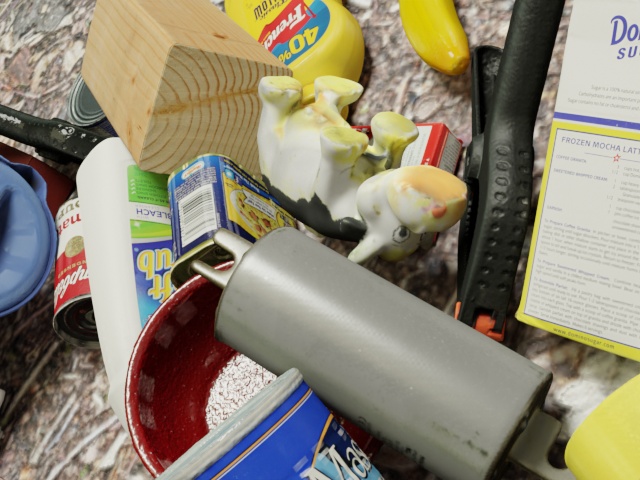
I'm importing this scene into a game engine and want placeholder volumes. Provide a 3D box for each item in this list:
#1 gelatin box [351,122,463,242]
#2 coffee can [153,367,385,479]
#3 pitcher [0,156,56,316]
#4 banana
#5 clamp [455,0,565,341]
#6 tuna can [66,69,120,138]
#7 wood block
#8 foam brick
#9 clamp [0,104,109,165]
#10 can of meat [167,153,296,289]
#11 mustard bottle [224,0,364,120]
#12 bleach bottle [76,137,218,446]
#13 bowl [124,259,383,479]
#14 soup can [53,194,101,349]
[{"bbox_3d":[0.042,-0.038,0.700,0.089,0.030,0.073,3,68,41],"label":"gelatin box"},{"bbox_3d":[-0.008,0.149,0.525,0.103,0.102,0.140,-40,88,13],"label":"coffee can"},{"bbox_3d":[-0.321,0.030,0.846,0.243,0.149,0.145,-27,63,52],"label":"pitcher"},{"bbox_3d":[0.082,-0.188,0.745,0.070,0.037,0.197,-31,43,52],"label":"banana"},{"bbox_3d":[0.103,-0.051,0.599,0.036,0.164,0.210,9,72,0],"label":"clamp"},{"bbox_3d":[-0.182,-0.130,0.941,0.086,0.033,0.086,-21,53,29],"label":"tuna can"},{"bbox_3d":[-0.107,-0.125,0.792,0.206,0.090,0.090,49,126,56],"label":"wood block"},{"bbox_3d":[-0.267,-0.049,0.949,0.078,0.051,0.053,21,79,45],"label":"foam brick"},{"bbox_3d":[-0.222,-0.084,0.917,0.172,0.120,0.039,21,93,23],"label":"clamp"},{"bbox_3d":[-0.055,0.001,0.706,0.058,0.102,0.084,-31,46,22],"label":"can of meat"},{"bbox_3d":[-0.015,-0.143,0.793,0.096,0.058,0.191,-34,47,21],"label":"mustard bottle"},{"bbox_3d":[-0.105,0.048,0.735,0.068,0.102,0.251,-44,48,37],"label":"bleach bottle"},{"bbox_3d":[-0.032,0.092,0.637,0.162,0.055,0.162,-4,64,7],"label":"bowl"},{"bbox_3d":[-0.168,0.022,0.812,0.069,0.068,0.102,-30,48,22],"label":"soup can"}]
